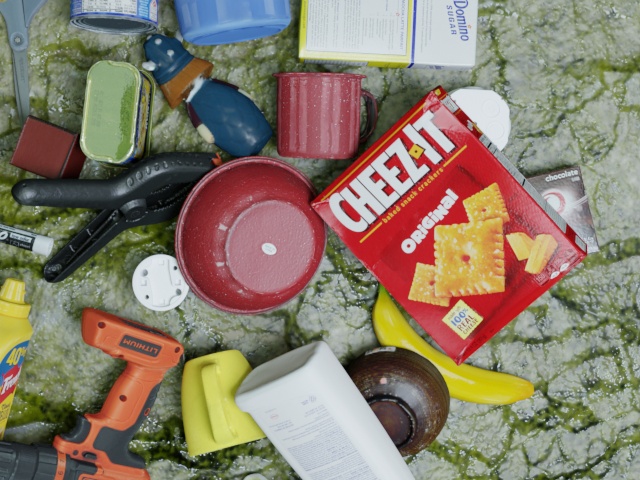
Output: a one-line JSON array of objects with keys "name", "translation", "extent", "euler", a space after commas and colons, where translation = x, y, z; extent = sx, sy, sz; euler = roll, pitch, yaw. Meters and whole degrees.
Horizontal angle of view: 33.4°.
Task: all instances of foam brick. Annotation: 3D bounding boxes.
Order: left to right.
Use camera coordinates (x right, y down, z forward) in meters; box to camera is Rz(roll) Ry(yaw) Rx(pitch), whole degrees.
[{"name": "foam brick", "translation": [-0.263, -0.087, 1.046], "extent": [0.051, 0.078, 0.053], "euler": [20, 89, -1]}]

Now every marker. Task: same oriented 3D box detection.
[{"name": "marker", "translation": [-0.330, -0.010, 1.076], "extent": [0.121, 0.020, 0.020], "euler": [16, 91, -2]}]

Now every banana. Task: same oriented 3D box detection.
[{"name": "banana", "translation": [0.122, 0.118, 1.080], "extent": [0.198, 0.037, 0.069], "euler": [37, 91, -2]}]

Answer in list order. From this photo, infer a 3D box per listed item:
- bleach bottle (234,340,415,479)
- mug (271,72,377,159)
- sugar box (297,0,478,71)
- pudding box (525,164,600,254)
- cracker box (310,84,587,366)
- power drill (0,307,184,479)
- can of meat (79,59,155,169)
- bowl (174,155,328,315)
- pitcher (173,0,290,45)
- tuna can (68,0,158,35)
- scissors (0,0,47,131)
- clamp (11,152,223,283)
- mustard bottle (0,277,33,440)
[{"name": "bleach bottle", "translation": [0.028, 0.219, 1.012], "extent": [0.103, 0.068, 0.251], "euler": [-26, 104, 28]}, {"name": "mug", "translation": [0.007, -0.122, 1.052], "extent": [0.117, 0.093, 0.081], "euler": [-4, 98, -37]}, {"name": "sugar box", "translation": [0.067, -0.220, 1.065], "extent": [0.176, 0.048, 0.093], "euler": [3, 91, -5]}, {"name": "pudding box", "translation": [0.214, -0.019, 1.076], "extent": [0.113, 0.039, 0.090], "euler": [-14, 91, -1]}, {"name": "cracker box", "translation": [0.122, -0.014, 1.019], "extent": [0.164, 0.072, 0.213], "euler": [-43, 90, 17]}, {"name": "power drill", "translation": [-0.226, 0.164, 1.034], "extent": [0.184, 0.057, 0.187], "euler": [21, 91, -35]}, {"name": "can of meat", "translation": [-0.198, -0.122, 1.043], "extent": [0.057, 0.084, 0.102], "euler": [6, 92, -1]}, {"name": "bowl", "translation": [-0.057, 0.001, 1.034], "extent": [0.161, 0.055, 0.162], "euler": [-5, 103, -22]}, {"name": "pitcher", "translation": [-0.109, -0.314, 1.018], "extent": [0.149, 0.144, 0.243], "euler": [-6, 95, 31]}, {"name": "tuna can", "translation": [-0.201, -0.224, 1.039], "extent": [0.086, 0.086, 0.034], "euler": [2, 90, -1]}, {"name": "scissors", "translation": [-0.287, -0.214, 1.072], "extent": [0.096, 0.016, 0.202], "euler": [-19, 92, -1]}, {"name": "clamp", "translation": [-0.191, -0.032, 1.043], "extent": [0.209, 0.165, 0.036], "euler": [-19, 63, -21]}, {"name": "mustard bottle", "translation": [-0.323, 0.130, 1.041], "extent": [0.058, 0.096, 0.191], "euler": [16, 91, 2]}]
